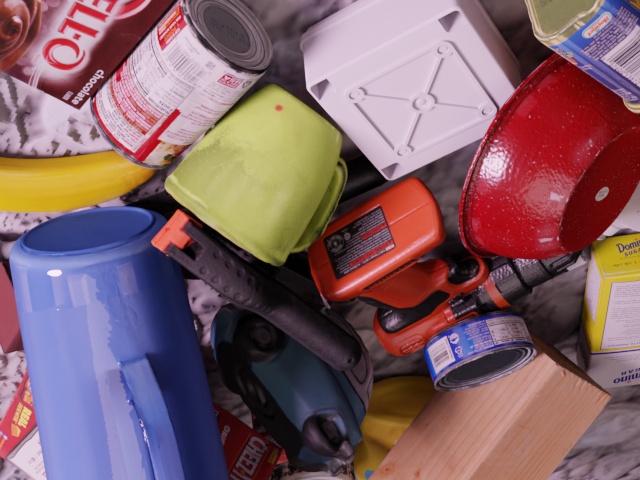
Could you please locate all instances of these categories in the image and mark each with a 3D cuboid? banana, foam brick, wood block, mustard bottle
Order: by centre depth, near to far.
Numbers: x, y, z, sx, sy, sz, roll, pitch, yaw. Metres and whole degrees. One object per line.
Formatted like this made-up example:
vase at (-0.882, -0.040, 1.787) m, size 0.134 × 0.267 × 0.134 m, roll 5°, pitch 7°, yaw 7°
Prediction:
banana at (-0.214, -0.048, 0.729) m, size 0.197 × 0.037 × 0.070 m, roll 10°, pitch 138°, yaw -18°
foam brick at (-0.205, 0.045, 0.807) m, size 0.078 × 0.053 × 0.051 m, roll -10°, pitch 151°, yaw -41°
wood block at (0.141, 0.179, 0.928) m, size 0.090 × 0.090 × 0.206 m, roll 31°, pitch 99°, yaw -36°
mustard bottle at (0.081, 0.207, 1.046) m, size 0.096 × 0.058 × 0.192 m, roll -4°, pitch 140°, yaw -5°

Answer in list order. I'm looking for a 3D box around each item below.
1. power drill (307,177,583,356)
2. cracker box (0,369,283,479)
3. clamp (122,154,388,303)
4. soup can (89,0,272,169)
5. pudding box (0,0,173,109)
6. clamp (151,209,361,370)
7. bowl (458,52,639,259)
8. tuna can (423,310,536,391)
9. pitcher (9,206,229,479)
power drill at (0.092, 0.018, 0.796) m, size 0.185 × 0.057 × 0.187 m, roll -32°, pitch 148°, yaw 19°
cracker box at (-0.161, 0.177, 0.914) m, size 0.213 × 0.072 × 0.164 m, roll 34°, pitch 132°, yaw -2°
clamp at (-0.055, 0.001, 0.805) m, size 0.210 × 0.036 × 0.164 m, roll -4°, pitch 141°, yaw -4°
soup can at (-0.086, -0.100, 0.657) m, size 0.068 × 0.068 × 0.102 m, roll 27°, pitch 130°, yaw -32°
pudding box at (-0.150, -0.140, 0.625) m, size 0.089 × 0.039 × 0.114 m, roll 26°, pitch 131°, yaw -32°
clamp at (-0.041, 0.032, 0.705) m, size 0.039 × 0.120 × 0.171 m, roll -58°, pitch 147°, yaw 0°
bowl at (0.163, -0.045, 0.691) m, size 0.161 × 0.055 × 0.162 m, roll -32°, pitch 142°, yaw -29°
tuna can at (0.127, 0.089, 0.853) m, size 0.086 × 0.034 × 0.086 m, roll -15°, pitch 156°, yaw -7°
pitcher at (-0.134, 0.108, 0.735) m, size 0.149 × 0.144 × 0.243 m, roll 1°, pitch 111°, yaw 22°
